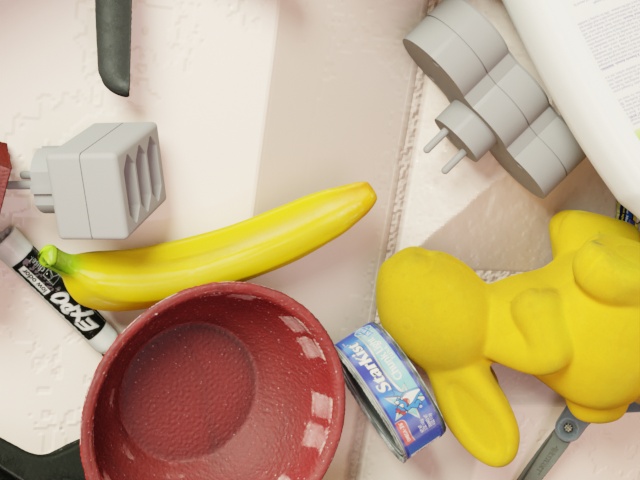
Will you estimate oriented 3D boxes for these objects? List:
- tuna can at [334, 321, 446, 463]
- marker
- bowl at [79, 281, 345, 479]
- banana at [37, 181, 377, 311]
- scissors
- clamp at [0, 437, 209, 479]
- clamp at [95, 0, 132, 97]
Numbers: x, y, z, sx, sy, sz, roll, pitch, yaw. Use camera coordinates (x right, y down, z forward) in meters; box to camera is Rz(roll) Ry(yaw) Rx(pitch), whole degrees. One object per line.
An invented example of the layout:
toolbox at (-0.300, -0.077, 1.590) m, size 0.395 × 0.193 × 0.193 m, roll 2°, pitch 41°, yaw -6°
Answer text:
tuna can at (0.042, 0.094, 0.668) m, size 0.033 × 0.086 × 0.086 m, roll -32°, pitch 115°, yaw -8°
marker at (-0.144, 0.040, 0.623) m, size 0.020 × 0.020 × 0.121 m, roll -40°, pitch 116°, yaw -2°
bowl at (-0.068, 0.098, 0.629) m, size 0.161 × 0.055 × 0.162 m, roll -5°, pitch 102°, yaw -25°
banana at (-0.062, 0.008, 0.617) m, size 0.197 × 0.070 × 0.037 m, roll -14°, pitch 76°, yaw -20°
scissors at (0.195, 0.131, 0.744) m, size 0.016 × 0.096 × 0.202 m, roll -7°, pitch 117°, yaw -64°
clamp at (-0.153, 0.166, 0.610) m, size 0.209 × 0.164 × 0.036 m, roll 11°, pitch 139°, yaw -30°
clamp at (-0.103, -0.163, 0.556) m, size 0.120 × 0.039 × 0.171 m, roll -41°, pitch 110°, yaw -6°
